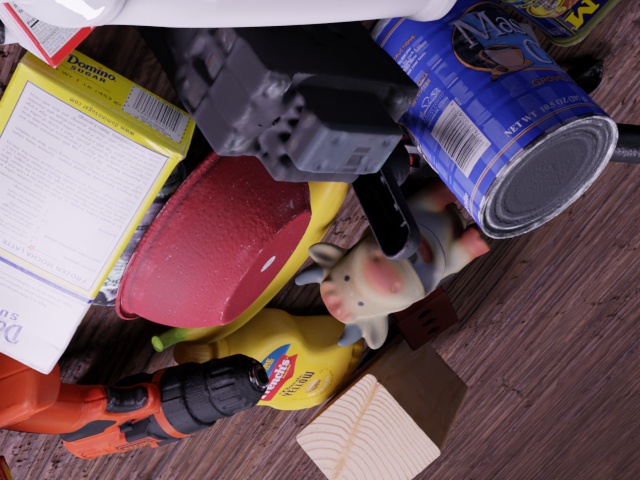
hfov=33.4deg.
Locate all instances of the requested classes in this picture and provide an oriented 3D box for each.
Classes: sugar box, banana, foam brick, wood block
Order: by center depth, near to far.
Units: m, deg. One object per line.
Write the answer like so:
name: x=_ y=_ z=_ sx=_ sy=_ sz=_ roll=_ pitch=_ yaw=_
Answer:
sugar box: x=-0.149 y=-0.014 z=0.580 sx=0.093 sy=0.048 sz=0.176 roll=30 pitch=123 yaw=-13
banana: x=-0.038 y=0.015 z=0.776 sx=0.198 sy=0.037 sz=0.069 roll=-47 pitch=170 yaw=13
foam brick: x=0.084 y=0.056 z=0.959 sx=0.053 sy=0.051 sz=0.078 roll=-35 pitch=151 yaw=0
wood block: x=0.063 y=0.155 z=0.964 sx=0.091 sy=0.090 sz=0.206 roll=-43 pitch=175 yaw=15

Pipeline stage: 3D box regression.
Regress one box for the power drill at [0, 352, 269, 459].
power drill: x=-0.153 y=0.108 z=0.735 sx=0.185 sy=0.057 sz=0.187 roll=-22 pitch=154 yaw=28

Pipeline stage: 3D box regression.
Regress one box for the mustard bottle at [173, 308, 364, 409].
mustard bottle: x=-0.050 y=0.097 z=0.876 sx=0.096 sy=0.058 sz=0.191 roll=-45 pitch=149 yaw=21

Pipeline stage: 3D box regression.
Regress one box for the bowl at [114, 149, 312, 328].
bowl: x=-0.054 y=0.001 z=0.670 sx=0.162 sy=0.055 sz=0.162 roll=-51 pitch=170 yaw=-12

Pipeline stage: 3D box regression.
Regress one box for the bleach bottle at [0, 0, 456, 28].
bleach bottle: x=-0.039 y=-0.126 z=0.463 sx=0.250 sy=0.103 sz=0.068 roll=-23 pitch=136 yaw=-48

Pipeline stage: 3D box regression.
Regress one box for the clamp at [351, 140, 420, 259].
clamp: x=0.027 y=-0.048 z=0.666 sx=0.039 sy=0.120 sz=0.171 roll=-40 pitch=180 yaw=24

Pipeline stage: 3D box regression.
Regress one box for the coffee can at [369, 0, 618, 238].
coffee can: x=0.104 y=-0.086 z=0.679 sx=0.102 sy=0.140 sz=0.103 roll=-26 pitch=149 yaw=-17
